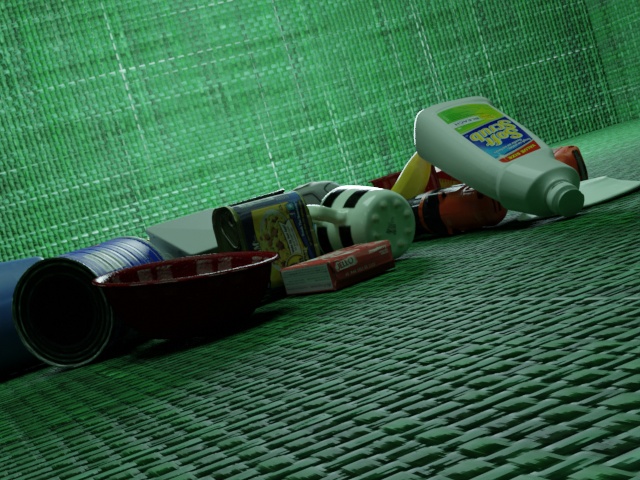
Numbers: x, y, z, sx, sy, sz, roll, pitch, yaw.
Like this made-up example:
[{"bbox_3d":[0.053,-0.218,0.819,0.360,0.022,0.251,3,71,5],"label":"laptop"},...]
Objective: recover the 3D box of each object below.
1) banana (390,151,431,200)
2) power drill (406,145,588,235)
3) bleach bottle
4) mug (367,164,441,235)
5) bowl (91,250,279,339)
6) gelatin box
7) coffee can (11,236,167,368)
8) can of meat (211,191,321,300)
[{"bbox_3d":[0.066,-0.034,1.306,0.198,0.069,0.037,-33,5,20],"label":"banana"},{"bbox_3d":[0.198,-0.052,1.226,0.187,0.057,0.185,-21,9,-27],"label":"power drill"},{"bbox_3d":[0.192,-0.081,1.088,0.102,0.068,0.251,-13,26,-18],"label":"bleach bottle"},{"bbox_3d":[0.109,-0.048,1.366,0.093,0.081,0.117,-19,4,-34],"label":"mug"},{"bbox_3d":[-0.112,0.048,0.918,0.162,0.055,0.162,-8,6,1],"label":"bowl"},{"bbox_3d":[0.016,0.026,1.005,0.073,0.030,0.089,-19,3,-33],"label":"gelatin box"},{"bbox_3d":[-0.212,0.055,1.019,0.103,0.103,0.140,-16,3,17],"label":"coffee can"},{"bbox_3d":[-0.051,0.007,1.055,0.083,0.102,0.058,-16,3,-28],"label":"can of meat"}]
